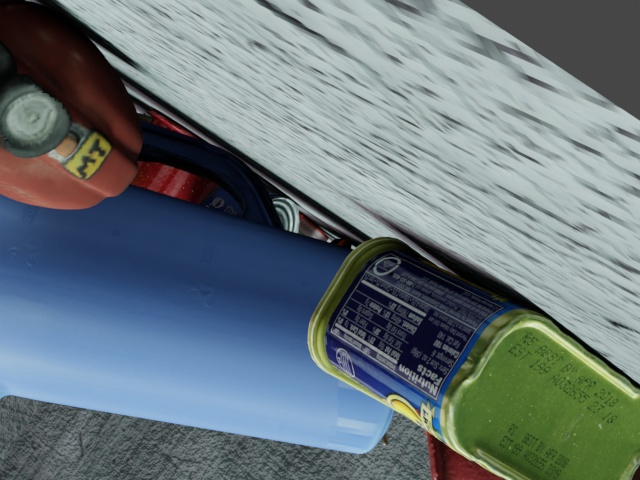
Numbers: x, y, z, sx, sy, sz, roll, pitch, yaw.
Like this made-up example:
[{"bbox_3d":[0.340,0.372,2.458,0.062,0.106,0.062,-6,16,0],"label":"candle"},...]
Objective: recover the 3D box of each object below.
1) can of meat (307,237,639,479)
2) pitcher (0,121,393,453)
[{"bbox_3d":[0.059,0.050,0.386,0.102,0.057,0.084,34,176,-34],"label":"can of meat"},{"bbox_3d":[-0.075,0.029,0.587,0.242,0.149,0.145,13,-161,-3],"label":"pitcher"}]
